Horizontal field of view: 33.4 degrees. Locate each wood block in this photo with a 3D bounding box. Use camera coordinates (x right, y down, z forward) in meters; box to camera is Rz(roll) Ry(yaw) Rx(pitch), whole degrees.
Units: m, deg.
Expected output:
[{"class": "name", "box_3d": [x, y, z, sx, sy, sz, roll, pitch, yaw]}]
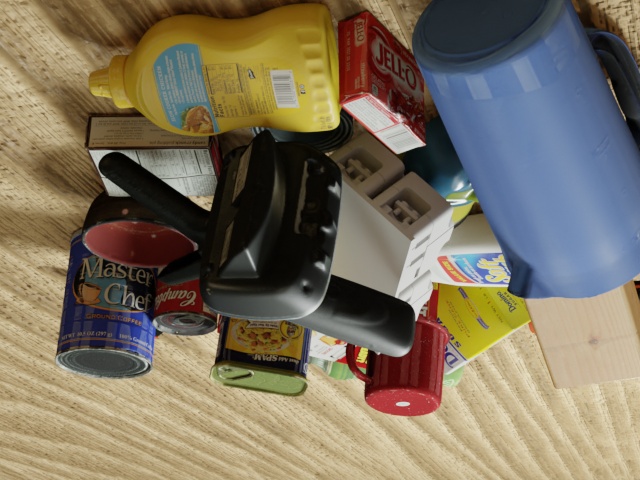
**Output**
[{"class": "wood block", "box_3d": [0.232, 0.027, 0.979, 0.091, 0.090, 0.206, -11, 121, 21]}]

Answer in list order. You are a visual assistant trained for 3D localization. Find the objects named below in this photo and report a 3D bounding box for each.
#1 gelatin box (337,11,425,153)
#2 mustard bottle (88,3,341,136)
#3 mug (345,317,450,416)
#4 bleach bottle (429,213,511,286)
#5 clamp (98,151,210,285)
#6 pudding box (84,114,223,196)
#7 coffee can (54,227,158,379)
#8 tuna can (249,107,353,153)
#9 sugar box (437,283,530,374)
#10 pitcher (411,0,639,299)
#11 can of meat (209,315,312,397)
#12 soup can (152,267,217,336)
[{"class": "gelatin box", "box_3d": [0.047, -0.118, 0.807, 0.030, 0.073, 0.089, -15, 150, 30]}, {"class": "mustard bottle", "box_3d": [-0.083, -0.125, 0.809, 0.192, 0.058, 0.096, -2, 132, 10]}, {"class": "mug", "box_3d": [0.079, 0.132, 1.125, 0.117, 0.081, 0.093, 21, 148, -23]}, {"class": "bleach bottle", "box_3d": [0.176, 0.012, 1.089, 0.251, 0.068, 0.102, -6, 146, 17]}, {"class": "clamp", "box_3d": [-0.087, 0.010, 0.923, 0.210, 0.036, 0.164, 21, 149, 24]}, {"class": "pudding box", "box_3d": [-0.145, -0.075, 0.955, 0.113, 0.039, 0.090, -1, 154, 2]}, {"class": "coffee can", "box_3d": [-0.225, 0.067, 1.146, 0.103, 0.140, 0.103, 1, 155, 0]}, {"class": "tuna can", "box_3d": [-0.015, -0.105, 0.885, 0.086, 0.034, 0.086, 1, 155, 0]}, {"class": "sugar box", "box_3d": [0.166, 0.083, 1.211, 0.048, 0.093, 0.176, -25, 167, -30]}, {"class": "pitcher", "box_3d": [0.166, -0.085, 0.781, 0.145, 0.149, 0.242, -17, 133, 20]}, {"class": "can of meat", "box_3d": [-0.059, 0.109, 1.115, 0.102, 0.084, 0.057, 10, 151, -5]}, {"class": "soup can", "box_3d": [-0.140, 0.043, 1.134, 0.068, 0.102, 0.068, 1, 155, 0]}]
